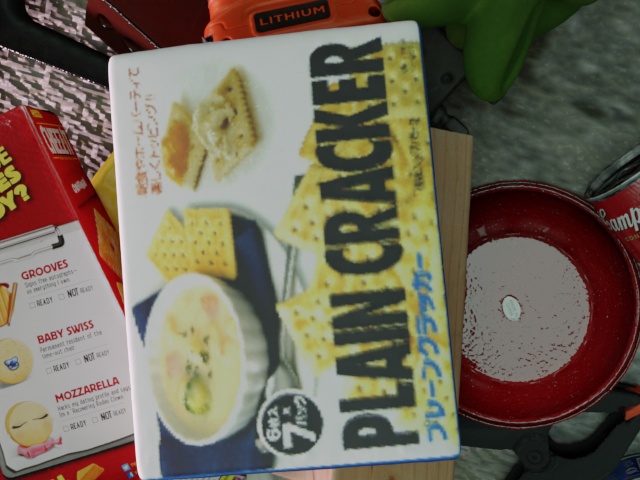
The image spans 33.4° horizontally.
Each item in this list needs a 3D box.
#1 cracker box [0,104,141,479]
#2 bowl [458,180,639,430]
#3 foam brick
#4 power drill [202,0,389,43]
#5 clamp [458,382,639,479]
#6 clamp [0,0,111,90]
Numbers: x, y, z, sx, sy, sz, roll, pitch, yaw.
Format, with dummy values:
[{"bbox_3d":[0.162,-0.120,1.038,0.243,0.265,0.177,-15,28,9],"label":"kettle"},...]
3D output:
[{"bbox_3d":[-0.184,0.054,0.613,0.164,0.072,0.214,-25,92,4],"label":"cracker box"},{"bbox_3d":[0.122,0.041,0.666,0.162,0.055,0.162,0,90,11],"label":"bowl"},{"bbox_3d":[-0.101,-0.137,0.665,0.078,0.053,0.051,41,70,-2],"label":"foam brick"},{"bbox_3d":[-0.015,-0.197,0.622,0.184,0.057,0.187,-14,79,5],"label":"power drill"},{"bbox_3d":[0.140,0.149,0.714,0.171,0.039,0.120,-17,106,13],"label":"clamp"},{"bbox_3d":[-0.224,-0.121,0.680,0.165,0.036,0.210,-39,80,11],"label":"clamp"}]
